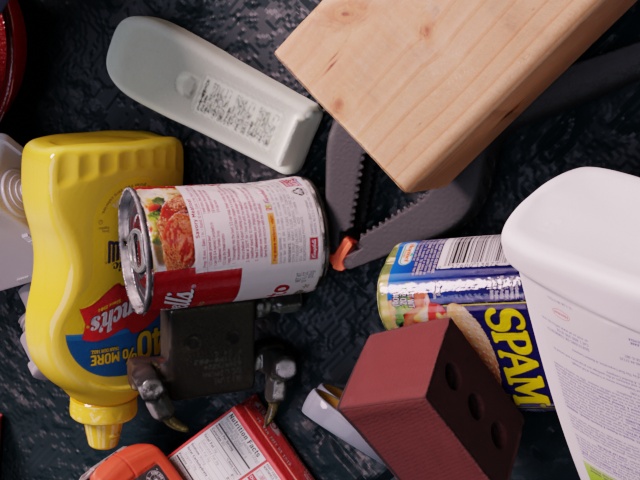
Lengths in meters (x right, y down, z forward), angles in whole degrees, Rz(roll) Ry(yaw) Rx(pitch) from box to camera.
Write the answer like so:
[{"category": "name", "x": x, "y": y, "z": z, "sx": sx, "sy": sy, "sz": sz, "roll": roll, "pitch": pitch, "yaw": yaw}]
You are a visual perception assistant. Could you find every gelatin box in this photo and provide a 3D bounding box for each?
[{"category": "gelatin box", "x": -0.054, "y": 0.149, "z": 0.665, "sx": 0.089, "sy": 0.030, "sz": 0.073, "roll": -39, "pitch": 82, "yaw": 26}]

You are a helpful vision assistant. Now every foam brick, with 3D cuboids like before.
[{"category": "foam brick", "x": 0.056, "y": 0.085, "z": 0.525, "sx": 0.051, "sy": 0.053, "sz": 0.078, "roll": -17, "pitch": 123, "yaw": 38}]

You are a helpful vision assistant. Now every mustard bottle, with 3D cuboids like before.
[{"category": "mustard bottle", "x": -0.129, "y": 0.033, "z": 0.636, "sx": 0.058, "sy": 0.096, "sz": 0.192, "roll": 15, "pitch": 108, "yaw": 39}]

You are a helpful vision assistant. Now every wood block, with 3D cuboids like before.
[{"category": "wood block", "x": 0.091, "y": -0.125, "z": 0.480, "sx": 0.206, "sy": 0.090, "sz": 0.090, "roll": -45, "pitch": 80, "yaw": 17}]

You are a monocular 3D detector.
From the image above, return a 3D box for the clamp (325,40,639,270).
[{"category": "clamp", "x": 0.073, "y": -0.066, "z": 0.560, "sx": 0.165, "sy": 0.036, "sz": 0.210, "roll": 31, "pitch": 108, "yaw": 16}]

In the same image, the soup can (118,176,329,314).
[{"category": "soup can", "x": -0.054, "y": 0.001, "z": 0.586, "sx": 0.069, "sy": 0.102, "sz": 0.068, "roll": 174, "pitch": 90, "yaw": -69}]

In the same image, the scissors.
[{"category": "scissors", "x": 0.071, "y": 0.133, "z": 0.604, "sx": 0.201, "sy": 0.096, "sz": 0.016, "roll": 33, "pitch": 91, "yaw": -17}]

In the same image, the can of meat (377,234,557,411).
[{"category": "can of meat", "x": 0.085, "y": 0.044, "z": 0.552, "sx": 0.084, "sy": 0.057, "sz": 0.102, "roll": -4, "pitch": 128, "yaw": 27}]
